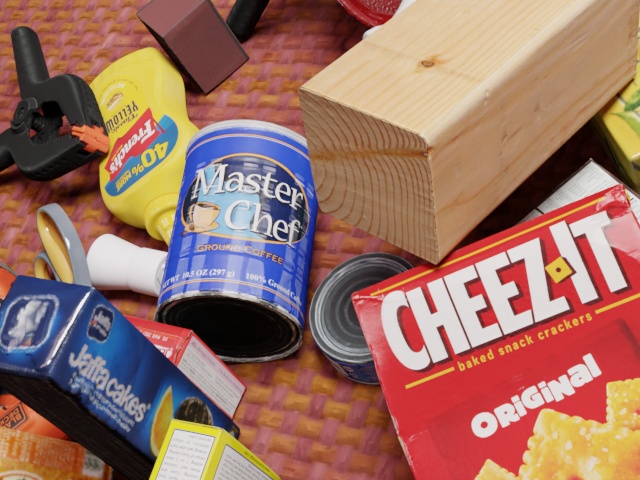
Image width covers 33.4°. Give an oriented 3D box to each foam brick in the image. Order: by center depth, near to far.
[{"bbox_3d":[-0.109,-0.174,0.909,0.051,0.078,0.053,-43,49,-5],"label":"foam brick"}]

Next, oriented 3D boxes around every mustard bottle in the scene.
[{"bbox_3d":[-0.138,-0.066,0.864,0.096,0.058,0.192,-36,51,13],"label":"mustard bottle"}]

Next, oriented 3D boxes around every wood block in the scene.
[{"bbox_3d":[0.093,-0.093,0.620,0.091,0.090,0.205,27,53,35],"label":"wood block"}]

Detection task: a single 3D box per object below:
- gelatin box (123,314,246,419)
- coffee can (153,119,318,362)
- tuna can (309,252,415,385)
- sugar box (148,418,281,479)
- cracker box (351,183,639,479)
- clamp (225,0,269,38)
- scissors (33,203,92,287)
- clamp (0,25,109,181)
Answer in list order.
[{"bbox_3d":[-0.102,0.086,0.727,0.073,0.089,0.030,10,64,31],"label":"gelatin box"},{"bbox_3d":[-0.055,0.001,0.751,0.103,0.102,0.140,-7,57,22],"label":"coffee can"},{"bbox_3d":[0.036,0.051,0.718,0.086,0.033,0.086,-13,55,18],"label":"tuna can"},{"bbox_3d":[-0.084,0.207,0.637,0.048,0.093,0.176,7,62,30],"label":"sugar box"},{"bbox_3d":[0.130,0.099,0.575,0.164,0.072,0.214,-23,73,11],"label":"cracker box"},{"bbox_3d":[-0.027,-0.246,0.883,0.039,0.172,0.120,31,68,-5],"label":"clamp"},{"bbox_3d":[-0.178,0.068,0.815,0.016,0.096,0.202,-15,73,-34],"label":"scissors"},{"bbox_3d":[-0.243,-0.111,0.918,0.210,0.036,0.164,9,78,45],"label":"clamp"}]
